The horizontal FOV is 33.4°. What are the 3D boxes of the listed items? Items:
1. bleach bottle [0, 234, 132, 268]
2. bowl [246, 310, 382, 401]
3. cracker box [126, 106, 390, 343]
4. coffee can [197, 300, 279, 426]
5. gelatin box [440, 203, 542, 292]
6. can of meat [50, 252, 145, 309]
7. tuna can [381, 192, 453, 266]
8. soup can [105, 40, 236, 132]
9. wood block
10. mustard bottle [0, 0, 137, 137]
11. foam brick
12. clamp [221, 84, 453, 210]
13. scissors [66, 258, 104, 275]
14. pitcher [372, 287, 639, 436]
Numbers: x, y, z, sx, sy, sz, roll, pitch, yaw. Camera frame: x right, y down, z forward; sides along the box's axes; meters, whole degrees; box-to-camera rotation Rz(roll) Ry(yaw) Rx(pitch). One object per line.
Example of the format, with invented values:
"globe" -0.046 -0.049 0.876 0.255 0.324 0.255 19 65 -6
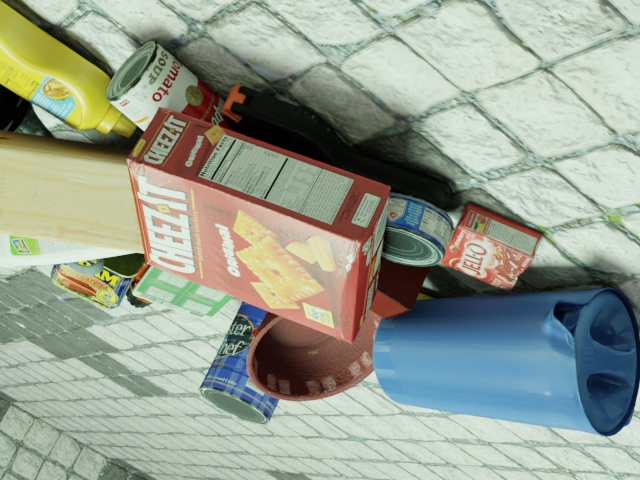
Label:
"bleach bottle" -0.300 -0.025 1.196 0.251 0.102 0.068 -6 -174 23
"bowl" -0.008 0.104 1.170 0.162 0.055 0.162 -10 134 -11
"cracker box" -0.054 -0.009 0.929 0.214 0.072 0.164 20 147 11
"coffee can" -0.084 0.156 1.395 0.103 0.140 0.103 21 157 10
"gelatin box" 0.155 0.009 0.982 0.073 0.030 0.089 24 156 4
"can of meat" -0.278 0.031 1.322 0.102 0.057 0.084 28 136 -7
"tuna can" 0.074 -0.009 0.954 0.086 0.033 0.086 16 160 6
"soup can" -0.132 -0.121 0.954 0.102 0.068 0.069 40 153 -28
"wood block" -0.267 -0.052 1.061 0.206 0.090 0.091 8 -167 -5
"mustard bottle" -0.259 -0.157 1.017 0.191 0.058 0.096 34 154 -17
"foam brick" 0.071 0.029 1.052 0.051 0.078 0.053 32 154 -14
"clamp" -0.003 -0.069 0.971 0.209 0.036 0.165 30 156 -18
"scissors" -0.291 -0.027 1.286 0.202 0.096 0.016 52 148 41
"pitcher" 0.179 0.119 1.035 0.243 0.149 0.144 -2 -173 41
